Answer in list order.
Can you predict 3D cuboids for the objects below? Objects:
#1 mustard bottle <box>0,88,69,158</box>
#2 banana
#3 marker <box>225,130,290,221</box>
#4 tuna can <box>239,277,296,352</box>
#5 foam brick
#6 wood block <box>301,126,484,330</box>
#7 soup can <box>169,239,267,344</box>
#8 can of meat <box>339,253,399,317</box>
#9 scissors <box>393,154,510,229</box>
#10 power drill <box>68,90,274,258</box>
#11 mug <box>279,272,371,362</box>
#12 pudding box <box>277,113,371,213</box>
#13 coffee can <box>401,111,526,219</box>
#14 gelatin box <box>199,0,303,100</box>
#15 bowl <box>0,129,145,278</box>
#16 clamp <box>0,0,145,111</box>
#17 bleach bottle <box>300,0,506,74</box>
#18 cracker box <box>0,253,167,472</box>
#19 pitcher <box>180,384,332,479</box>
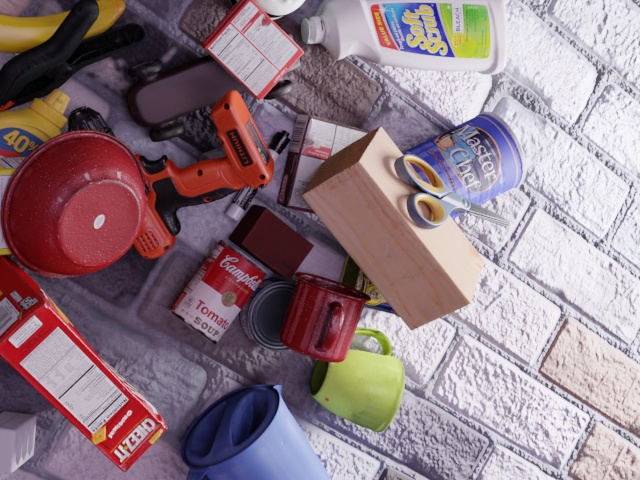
[{"bbox_3d":[-0.324,-0.076,1.112,0.096,0.058,0.191,37,84,-30],"label":"mustard bottle"},{"bbox_3d":[-0.302,-0.229,1.115,0.197,0.037,0.069,1,98,-24],"label":"banana"},{"bbox_3d":[-0.072,-0.077,1.248,0.020,0.020,0.121,35,83,-24],"label":"marker"},{"bbox_3d":[-0.052,0.088,1.273,0.086,0.034,0.086,-4,99,-23],"label":"tuna can"},{"bbox_3d":[-0.058,0.002,1.248,0.078,0.051,0.053,39,82,-23],"label":"foam brick"},{"bbox_3d":[0.085,-0.012,1.214,0.206,0.090,0.090,51,35,-15],"label":"wood block"},{"bbox_3d":[-0.117,0.059,1.222,0.068,0.069,0.102,39,82,-24],"label":"soup can"},{"bbox_3d":[0.076,0.038,1.310,0.083,0.058,0.102,15,91,-22],"label":"can of meat"},{"bbox_3d":[0.156,-0.029,1.218,0.201,0.016,0.096,32,46,-32],"label":"scissors"},{"bbox_3d":[-0.158,-0.089,1.147,0.188,0.057,0.184,-23,110,16],"label":"power drill"},{"bbox_3d":[0.005,0.092,1.217,0.093,0.117,0.081,17,95,-15],"label":"mug"},{"bbox_3d":[0.006,-0.086,1.271,0.089,0.039,0.113,12,95,-25],"label":"pudding box"},{"bbox_3d":[0.165,-0.084,1.304,0.140,0.103,0.103,-27,107,-18],"label":"coffee can"},{"bbox_3d":[-0.075,-0.208,1.158,0.089,0.030,0.073,42,88,-24],"label":"gelatin box"},{"bbox_3d":[-0.233,-0.026,1.068,0.161,0.055,0.162,-21,125,-34],"label":"bowl"},{"bbox_3d":[-0.270,-0.190,1.090,0.171,0.120,0.039,-31,73,3],"label":"clamp"},{"bbox_3d":[0.099,-0.245,1.276,0.250,0.068,0.102,-6,100,-21],"label":"bleach bottle"},{"bbox_3d":[-0.267,0.119,1.086,0.072,0.164,0.213,-44,127,-12],"label":"cracker box"},{"bbox_3d":[-0.054,0.304,1.253,0.149,0.145,0.242,-30,113,4],"label":"pitcher"}]
